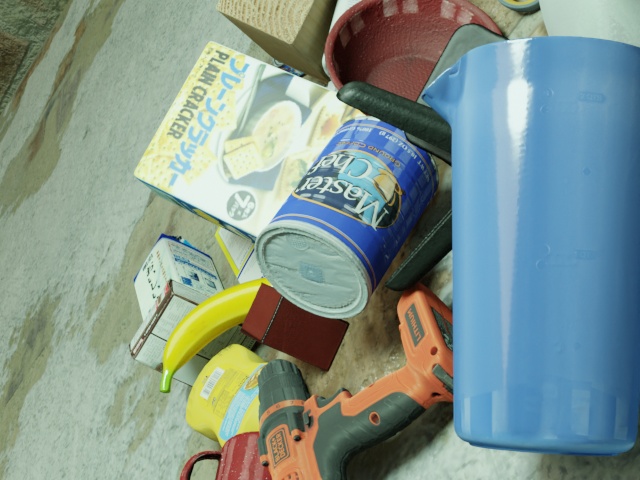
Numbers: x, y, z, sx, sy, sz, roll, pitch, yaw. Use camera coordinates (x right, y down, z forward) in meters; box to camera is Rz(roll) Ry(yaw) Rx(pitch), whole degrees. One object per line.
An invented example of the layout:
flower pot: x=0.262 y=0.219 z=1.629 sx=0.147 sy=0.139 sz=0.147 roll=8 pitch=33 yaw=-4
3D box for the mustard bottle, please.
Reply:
mustard bottle: x=-0.061 y=0.160 z=1.008 sx=0.096 sy=0.058 sz=0.192 roll=-57 pitch=25 yaw=-11

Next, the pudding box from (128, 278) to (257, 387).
pudding box: x=-0.131 y=0.105 z=1.125 sx=0.090 sy=0.113 sz=0.039 roll=-57 pitch=24 yaw=12

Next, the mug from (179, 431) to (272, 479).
mug: x=-0.062 y=0.213 z=0.907 sx=0.093 sy=0.117 sz=0.081 roll=114 pitch=169 yaw=-49

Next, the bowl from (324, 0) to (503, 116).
bowl: x=0.084 y=-0.152 z=0.961 sx=0.055 sy=0.162 sz=0.162 roll=88 pitch=-172 yaw=-57

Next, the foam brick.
foam brick: x=-0.024 y=0.080 z=0.991 sx=0.053 sy=0.078 sz=0.051 roll=17 pitch=81 yaw=61

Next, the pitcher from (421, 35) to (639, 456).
pitcher: x=0.152 y=0.006 z=0.654 sx=0.149 sy=0.144 sz=0.243 roll=-5 pitch=79 yaw=49

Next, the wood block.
wood block: x=-0.022 y=-0.239 z=1.129 sx=0.090 sy=0.091 sz=0.206 roll=-64 pitch=-14 yaw=2

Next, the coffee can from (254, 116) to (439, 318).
coffee can: x=0.024 y=-0.020 z=0.881 sx=0.103 sy=0.102 sz=0.140 roll=-27 pitch=23 yaw=51

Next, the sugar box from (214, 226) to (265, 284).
sugar box: x=-0.057 y=0.002 z=1.159 sx=0.093 sy=0.048 sz=0.176 roll=-58 pitch=31 yaw=13

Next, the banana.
banana: x=-0.084 y=0.079 z=1.064 sx=0.198 sy=0.037 sz=0.070 roll=-31 pitch=68 yaw=10

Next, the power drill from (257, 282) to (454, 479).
power drill: x=0.028 y=0.118 z=0.844 sx=0.188 sy=0.057 sz=0.184 roll=-42 pitch=33 yaw=16

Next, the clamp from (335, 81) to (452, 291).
clamp: x=0.123 y=-0.043 z=0.778 sx=0.036 sy=0.210 sz=0.164 roll=-56 pitch=-40 yaw=-65
